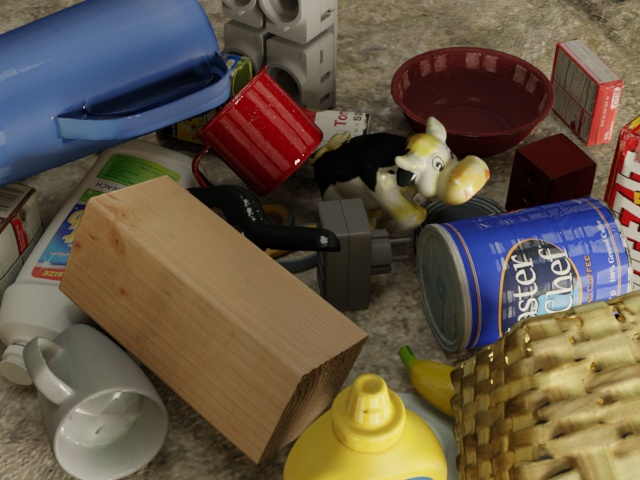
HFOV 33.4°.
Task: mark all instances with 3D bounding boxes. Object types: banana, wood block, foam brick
[{"bbox_3d":[0.151,0.115,0.786,0.198,0.037,0.069,12,41,7],"label":"banana"},{"bbox_3d":[-0.081,0.053,0.780,0.206,0.090,0.090,37,32,19],"label":"wood block"},{"bbox_3d":[0.204,-0.045,0.950,0.051,0.078,0.053,-18,44,-22],"label":"foam brick"}]

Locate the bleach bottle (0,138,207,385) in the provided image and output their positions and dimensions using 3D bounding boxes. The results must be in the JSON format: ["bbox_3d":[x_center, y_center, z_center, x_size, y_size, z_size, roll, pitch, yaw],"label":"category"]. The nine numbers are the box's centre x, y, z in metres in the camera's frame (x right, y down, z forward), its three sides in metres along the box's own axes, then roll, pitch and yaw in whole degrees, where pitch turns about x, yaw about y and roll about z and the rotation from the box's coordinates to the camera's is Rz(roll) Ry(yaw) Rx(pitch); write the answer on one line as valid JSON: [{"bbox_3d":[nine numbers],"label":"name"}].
[{"bbox_3d":[-0.186,0.019,0.890,0.102,0.068,0.250,20,47,4],"label":"bleach bottle"}]

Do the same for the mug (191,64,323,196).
[{"bbox_3d":[-0.060,-0.085,0.935,0.117,0.081,0.093,-46,9,-9],"label":"mug"}]

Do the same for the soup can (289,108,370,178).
[{"bbox_3d":[-0.006,-0.091,1.013,0.102,0.068,0.068,5,41,5],"label":"soup can"}]

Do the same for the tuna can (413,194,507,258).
[{"bbox_3d":[0.124,-0.004,0.936,0.086,0.034,0.086,0,41,0],"label":"tuna can"}]

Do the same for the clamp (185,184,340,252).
[{"bbox_3d":[-0.056,0.001,0.865,0.039,0.120,0.172,21,26,-55],"label":"clamp"}]

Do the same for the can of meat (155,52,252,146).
[{"bbox_3d":[-0.114,-0.139,1.046,0.084,0.102,0.057,13,42,12],"label":"can of meat"}]

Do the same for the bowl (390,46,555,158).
[{"bbox_3d":[0.149,-0.130,1.067,0.162,0.055,0.162,0,40,0],"label":"bowl"}]

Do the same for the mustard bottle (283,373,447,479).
[{"bbox_3d":[0.026,0.149,0.635,0.096,0.192,0.058,-8,41,-9],"label":"mustard bottle"}]

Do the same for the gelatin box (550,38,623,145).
[{"bbox_3d":[0.266,-0.149,1.075,0.030,0.073,0.089,-14,42,-15],"label":"gelatin box"}]

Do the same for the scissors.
[{"bbox_3d":[-0.086,0.015,0.929,0.201,0.016,0.096,-17,43,-19],"label":"scissors"}]

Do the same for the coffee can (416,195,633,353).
[{"bbox_3d":[0.159,0.026,0.848,0.140,0.103,0.103,-10,42,-12],"label":"coffee can"}]

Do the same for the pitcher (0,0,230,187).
[{"bbox_3d":[-0.204,-0.125,0.885,0.242,0.149,0.145,-30,89,-34],"label":"pitcher"}]

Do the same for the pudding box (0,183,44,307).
[{"bbox_3d":[-0.265,0.019,0.869,0.039,0.090,0.113,12,41,12],"label":"pudding box"}]
